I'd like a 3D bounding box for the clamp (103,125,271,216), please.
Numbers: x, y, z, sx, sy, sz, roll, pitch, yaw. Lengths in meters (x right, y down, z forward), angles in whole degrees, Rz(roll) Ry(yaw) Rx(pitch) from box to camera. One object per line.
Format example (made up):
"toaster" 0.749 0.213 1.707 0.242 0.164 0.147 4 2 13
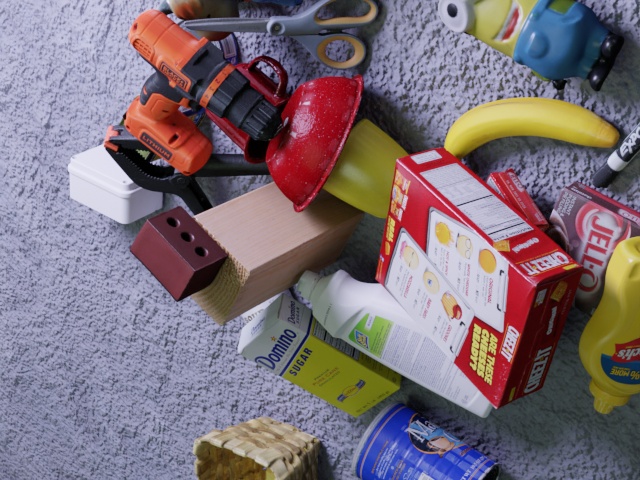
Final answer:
"clamp" -0.154 -0.087 1.275 0.209 0.036 0.165 30 130 -25

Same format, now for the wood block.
"wood block" -0.058 0.002 1.188 0.091 0.205 0.090 43 129 17

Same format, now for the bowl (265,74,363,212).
"bowl" -0.014 -0.113 1.135 0.055 0.162 0.162 24 130 -13

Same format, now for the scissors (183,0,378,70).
"scissors" -0.035 -0.211 1.129 0.201 0.016 0.096 -14 128 -1

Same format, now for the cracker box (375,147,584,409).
"cracker box" 0.149 0.032 1.060 0.214 0.072 0.164 47 143 38

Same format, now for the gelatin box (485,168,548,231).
"gelatin box" 0.185 -0.018 1.080 0.073 0.030 0.089 62 150 25

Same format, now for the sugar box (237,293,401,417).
"sugar box" 0.000 0.137 1.248 0.176 0.048 0.093 29 134 -20

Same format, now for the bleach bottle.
"bleach bottle" 0.090 0.094 1.169 0.251 0.068 0.103 27 125 13

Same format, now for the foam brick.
"foam brick" -0.144 0.013 1.087 0.078 0.052 0.051 45 130 15

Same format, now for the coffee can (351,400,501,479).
"coffee can" 0.121 0.263 1.225 0.140 0.102 0.103 30 124 25

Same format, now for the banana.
"banana" 0.196 -0.110 1.058 0.198 0.037 0.069 -9 120 41

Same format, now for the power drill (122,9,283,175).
"power drill" -0.134 -0.142 1.144 0.184 0.057 0.188 40 151 0

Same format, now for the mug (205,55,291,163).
"mug" -0.073 -0.157 1.213 0.081 0.093 0.117 44 132 22

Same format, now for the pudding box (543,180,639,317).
"pudding box" 0.264 0.010 1.049 0.090 0.039 0.114 31 124 25
